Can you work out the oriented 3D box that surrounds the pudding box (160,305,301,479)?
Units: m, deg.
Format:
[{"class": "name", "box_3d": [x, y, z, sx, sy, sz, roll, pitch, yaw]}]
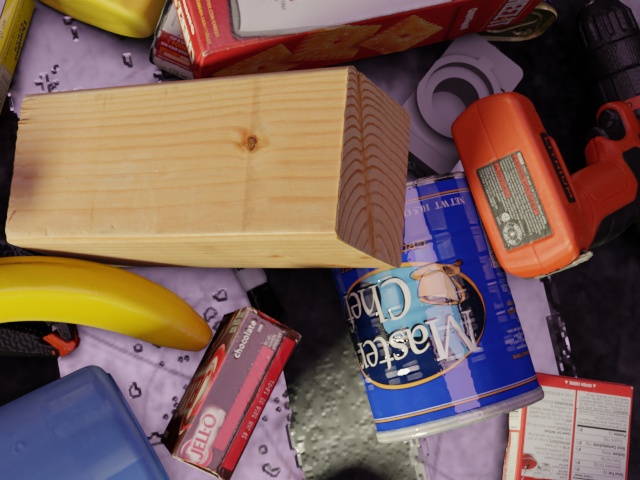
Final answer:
[{"class": "pudding box", "box_3d": [-0.054, 0.087, 0.617, 0.039, 0.113, 0.090, 29, 79, -5]}]

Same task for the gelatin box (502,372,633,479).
[{"class": "gelatin box", "box_3d": [0.156, 0.132, 0.679, 0.073, 0.030, 0.089, 8, 80, -7]}]

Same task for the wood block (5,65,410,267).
[{"class": "wood block", "box_3d": [-0.064, -0.035, 0.599, 0.206, 0.090, 0.091, 0, 79, 26]}]

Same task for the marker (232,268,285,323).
[{"class": "marker", "box_3d": [-0.054, 0.001, 0.678, 0.020, 0.020, 0.121, -26, 85, -10]}]

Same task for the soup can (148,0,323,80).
[{"class": "soup can", "box_3d": [-0.049, -0.121, 0.673, 0.102, 0.068, 0.068, 24, 79, -2]}]

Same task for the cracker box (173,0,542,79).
[{"class": "cracker box", "box_3d": [0.010, -0.192, 0.626, 0.213, 0.072, 0.164, -14, 81, -13]}]

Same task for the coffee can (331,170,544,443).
[{"class": "coffee can", "box_3d": [0.065, 0.040, 0.644, 0.102, 0.103, 0.140, -15, 83, -9]}]

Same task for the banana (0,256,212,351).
[{"class": "banana", "box_3d": [-0.163, 0.041, 0.619, 0.197, 0.037, 0.070, -6, 115, -10]}]

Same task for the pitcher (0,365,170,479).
[{"class": "pitcher", "box_3d": [-0.208, 0.163, 0.588, 0.242, 0.145, 0.149, -29, 98, -14]}]

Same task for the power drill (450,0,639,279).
[{"class": "power drill", "box_3d": [0.165, -0.062, 0.656, 0.187, 0.057, 0.184, -15, 81, -41]}]

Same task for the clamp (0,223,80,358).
[{"class": "clamp", "box_3d": [-0.224, 0.020, 0.645, 0.120, 0.039, 0.171, -42, 91, 4]}]
